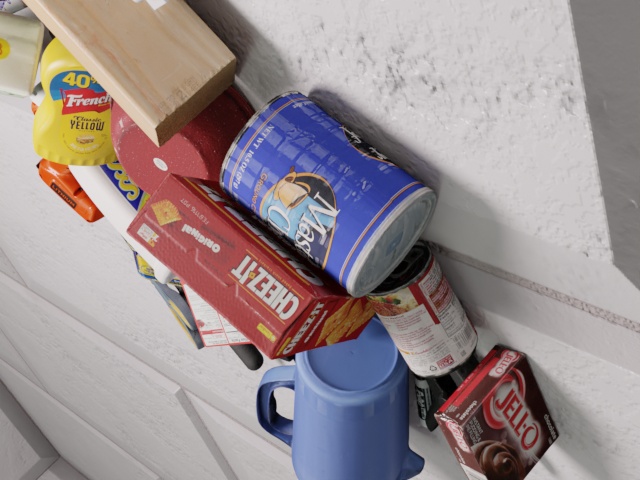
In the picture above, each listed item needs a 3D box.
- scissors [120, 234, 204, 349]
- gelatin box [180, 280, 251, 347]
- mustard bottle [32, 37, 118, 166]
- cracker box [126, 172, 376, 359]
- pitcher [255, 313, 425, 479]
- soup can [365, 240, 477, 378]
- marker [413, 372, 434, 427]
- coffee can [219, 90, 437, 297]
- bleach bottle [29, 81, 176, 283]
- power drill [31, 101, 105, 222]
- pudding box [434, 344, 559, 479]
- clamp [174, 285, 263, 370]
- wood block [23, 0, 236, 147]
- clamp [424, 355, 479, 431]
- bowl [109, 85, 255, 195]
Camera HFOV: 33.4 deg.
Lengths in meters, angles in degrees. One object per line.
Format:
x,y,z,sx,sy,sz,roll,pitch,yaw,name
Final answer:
-0.205,0.052,1.359,0.202,0.016,0.096,55,164,6,scissors
-0.104,0.071,1.166,0.073,0.030,0.089,-9,108,30,gelatin box
-0.224,-0.153,1.038,0.192,0.096,0.058,115,151,-49,mustard bottle
-0.043,0.019,0.925,0.164,0.072,0.213,39,-169,16,cracker box
0.021,0.170,1.103,0.145,0.149,0.243,59,164,32,pitcher
0.085,0.059,0.911,0.069,0.068,0.102,11,139,53,soup can
0.105,0.153,1.085,0.020,0.020,0.121,31,152,30,marker
0.006,-0.037,0.842,0.140,0.102,0.103,38,155,17,coffee can
-0.221,-0.075,1.151,0.251,0.102,0.068,43,150,4,bleach bottle
-0.272,-0.086,1.278,0.184,0.057,0.188,46,154,1,power drill
0.155,0.161,0.931,0.039,0.090,0.113,21,147,47,pudding box
-0.148,0.071,1.343,0.165,0.036,0.210,31,153,39,clamp
-0.171,-0.187,0.881,0.206,0.090,0.091,47,173,0,wood block
0.141,0.156,1.008,0.120,0.039,0.171,26,150,32,clamp
-0.133,-0.086,0.978,0.162,0.055,0.162,15,135,15,bowl
